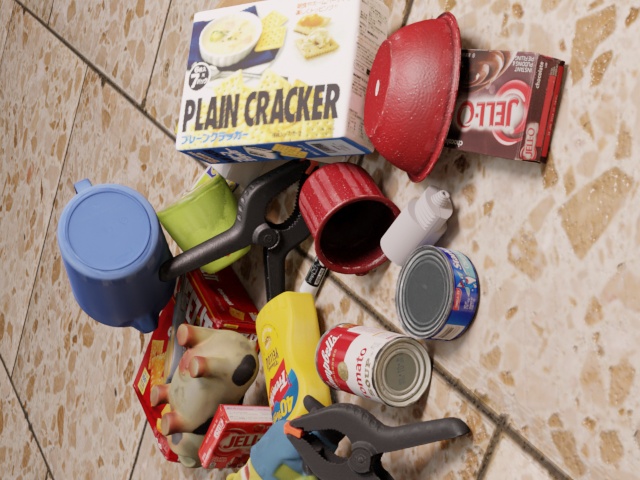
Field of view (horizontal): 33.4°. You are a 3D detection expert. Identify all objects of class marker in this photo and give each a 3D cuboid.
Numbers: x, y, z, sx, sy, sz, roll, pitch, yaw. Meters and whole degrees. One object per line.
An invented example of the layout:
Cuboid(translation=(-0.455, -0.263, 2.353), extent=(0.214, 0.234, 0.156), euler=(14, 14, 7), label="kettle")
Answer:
Cuboid(translation=(0.008, 0.009, 1.157), extent=(0.121, 0.020, 0.020), euler=(-65, 34, 25), label="marker")

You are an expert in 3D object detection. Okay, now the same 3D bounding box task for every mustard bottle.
Cuboid(translation=(-0.025, 0.158, 1.137), extent=(0.096, 0.058, 0.191), euler=(-50, 43, 49), label="mustard bottle")

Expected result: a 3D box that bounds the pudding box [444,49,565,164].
Cuboid(translation=(0.155, -0.117, 0.925), extent=(0.114, 0.039, 0.090), euler=(20, 101, 59), label="pudding box")

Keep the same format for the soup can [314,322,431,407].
Cuboid(translation=(0.049, 0.118, 1.015), extent=(0.102, 0.068, 0.068), euler=(6, 88, 59), label="soup can")

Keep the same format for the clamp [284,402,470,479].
Cuboid(translation=(0.046, 0.205, 0.964), extent=(0.172, 0.039, 0.120), euler=(8, 90, 26), label="clamp")

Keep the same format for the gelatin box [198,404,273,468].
Cuboid(translation=(-0.083, 0.219, 1.187), extent=(0.073, 0.089, 0.030), euler=(-63, 37, 28), label="gelatin box")

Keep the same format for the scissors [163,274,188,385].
Cuboid(translation=(-0.174, 0.091, 1.302), extent=(0.096, 0.016, 0.201), euler=(113, 162, -48), label="scissors")

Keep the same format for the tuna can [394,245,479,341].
Cuboid(translation=(0.106, 0.049, 0.971), extent=(0.086, 0.033, 0.086), euler=(-22, 64, 56), label="tuna can")

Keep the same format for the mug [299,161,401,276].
Cuboid(translation=(0.029, -0.017, 1.076), extent=(0.081, 0.093, 0.117), euler=(-118, 9, -51), label="mug")

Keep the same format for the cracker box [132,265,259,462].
Cuboid(translation=(-0.159, 0.148, 1.349), extent=(0.164, 0.072, 0.214), euler=(52, 126, 51), label="cracker box")

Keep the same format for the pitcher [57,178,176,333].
Cuboid(translation=(-0.241, 0.008, 1.236), extent=(0.243, 0.149, 0.145), euler=(114, 176, -75), label="pitcher")

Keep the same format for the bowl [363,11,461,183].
Cuboid(translation=(0.079, -0.137, 0.994), extent=(0.162, 0.055, 0.162), euler=(-171, 90, -79), label="bowl")

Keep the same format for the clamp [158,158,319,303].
Cuboid(translation=(-0.058, 0.001, 1.195), extent=(0.210, 0.164, 0.036), euler=(-51, 27, 5), label="clamp")

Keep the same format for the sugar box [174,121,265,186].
Cuboid(translation=(-0.109, -0.135, 1.253), extent=(0.176, 0.048, 0.093), euler=(41, 110, 53), label="sugar box")
